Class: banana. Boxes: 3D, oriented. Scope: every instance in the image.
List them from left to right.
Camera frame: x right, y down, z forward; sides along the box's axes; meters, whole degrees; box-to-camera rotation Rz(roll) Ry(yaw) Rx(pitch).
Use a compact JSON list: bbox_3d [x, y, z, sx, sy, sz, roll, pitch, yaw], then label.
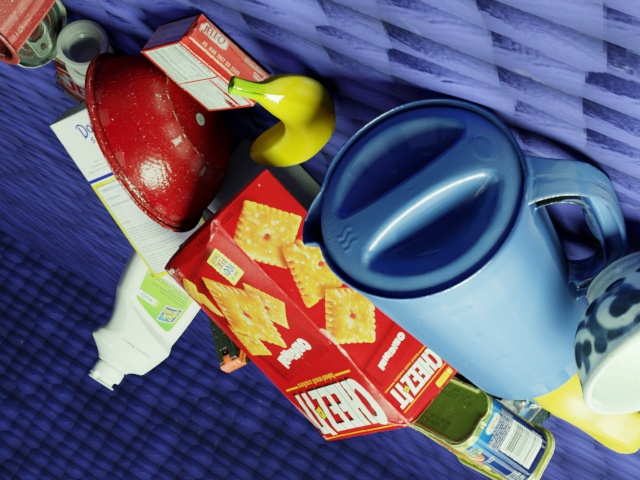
[{"bbox_3d":[-0.023,-0.087,0.778,0.069,0.037,0.198,13,170,3],"label":"banana"}]

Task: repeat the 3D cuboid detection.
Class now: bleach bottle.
[{"bbox_3d":[-0.161,0.035,1.093,0.102,0.250,0.068,36,167,-13],"label":"bleach bottle"}]

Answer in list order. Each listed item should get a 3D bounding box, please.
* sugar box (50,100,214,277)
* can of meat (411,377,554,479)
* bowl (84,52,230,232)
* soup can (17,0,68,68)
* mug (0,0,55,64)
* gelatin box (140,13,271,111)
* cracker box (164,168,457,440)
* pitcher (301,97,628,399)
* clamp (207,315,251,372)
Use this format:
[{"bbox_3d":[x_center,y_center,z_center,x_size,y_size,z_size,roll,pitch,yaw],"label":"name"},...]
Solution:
[{"bbox_3d":[-0.156,-0.054,0.968,0.093,0.048,0.176,-17,112,31],"label":"sugar box"},{"bbox_3d":[0.127,0.154,0.882,0.083,0.057,0.102,36,170,-31],"label":"can of meat"},{"bbox_3d":[-0.120,-0.090,0.869,0.055,0.162,0.162,-23,139,19],"label":"bowl"},{"bbox_3d":[-0.280,-0.196,0.933,0.102,0.068,0.068,24,165,33],"label":"soup can"},{"bbox_3d":[-0.258,-0.200,0.839,0.117,0.081,0.093,17,160,49],"label":"mug"},{"bbox_3d":[-0.086,-0.132,0.799,0.073,0.030,0.089,40,165,-25],"label":"gelatin box"},{"bbox_3d":[-0.017,0.061,0.857,0.213,0.072,0.164,47,155,-5],"label":"cracker box"},{"bbox_3d":[0.114,0.020,0.709,0.149,0.145,0.242,38,177,37],"label":"pitcher"},{"bbox_3d":[-0.071,0.059,1.176,0.036,0.210,0.164,-31,131,34],"label":"clamp"}]
